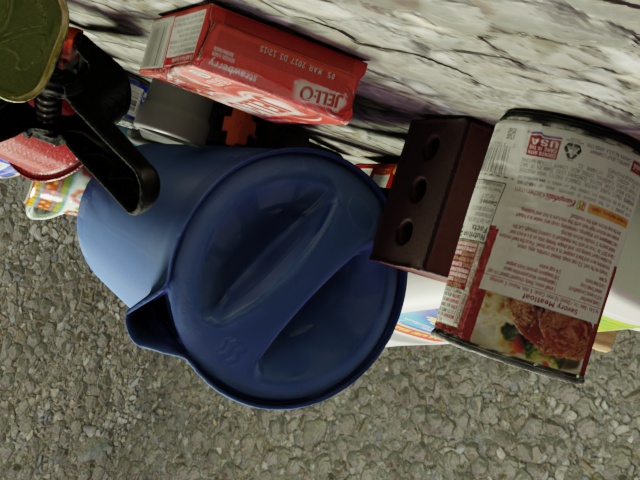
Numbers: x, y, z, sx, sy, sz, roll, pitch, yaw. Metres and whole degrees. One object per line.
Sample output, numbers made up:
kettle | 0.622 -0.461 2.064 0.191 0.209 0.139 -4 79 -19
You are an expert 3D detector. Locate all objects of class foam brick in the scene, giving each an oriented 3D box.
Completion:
foam brick | 0.068 -0.018 0.531 0.051 0.078 0.053 18 177 -26

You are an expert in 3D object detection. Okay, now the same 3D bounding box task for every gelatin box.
gelatin box | -0.032 -0.074 0.468 0.073 0.030 0.089 18 179 -25

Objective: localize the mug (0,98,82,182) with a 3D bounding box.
mug | -0.200 -0.102 0.689 0.117 0.093 0.081 58 -166 26

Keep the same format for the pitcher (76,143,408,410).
pitcher | -0.054 0.001 0.636 0.149 0.145 0.243 29 176 -28

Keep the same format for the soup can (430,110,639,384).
soup can | 0.094 0.003 0.458 0.068 0.102 0.068 17 179 0

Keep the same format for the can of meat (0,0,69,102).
can of meat | -0.180 -0.108 0.479 0.084 0.057 0.102 20 180 33

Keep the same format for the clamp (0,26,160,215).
clamp | -0.147 -0.068 0.540 0.120 0.039 0.171 12 -154 -21

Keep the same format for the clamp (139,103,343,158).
clamp | -0.047 -0.071 0.761 0.164 0.036 0.210 11 180 -10
